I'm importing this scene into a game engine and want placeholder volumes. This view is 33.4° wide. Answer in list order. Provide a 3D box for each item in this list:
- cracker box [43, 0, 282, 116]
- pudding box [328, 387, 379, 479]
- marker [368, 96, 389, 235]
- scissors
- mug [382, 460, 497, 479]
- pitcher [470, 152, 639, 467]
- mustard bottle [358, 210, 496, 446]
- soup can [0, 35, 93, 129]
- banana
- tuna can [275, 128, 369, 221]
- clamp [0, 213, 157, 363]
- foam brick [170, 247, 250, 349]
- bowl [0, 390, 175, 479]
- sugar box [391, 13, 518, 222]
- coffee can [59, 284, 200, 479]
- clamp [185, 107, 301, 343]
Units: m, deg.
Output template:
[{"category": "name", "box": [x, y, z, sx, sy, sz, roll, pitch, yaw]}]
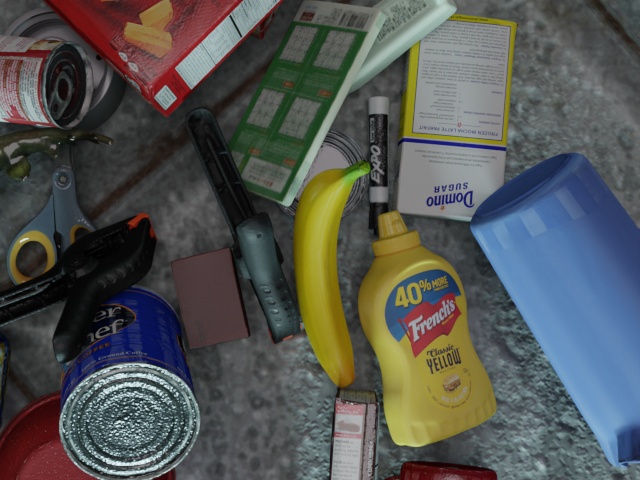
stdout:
[{"category": "cracker box", "box": [-0.111, -0.233, 0.846, 0.164, 0.072, 0.213, 44, 88, 12]}, {"category": "pudding box", "box": [0.027, 0.170, 0.874, 0.039, 0.113, 0.090, 3, 86, 0]}, {"category": "marker", "box": [0.051, -0.065, 0.934, 0.020, 0.020, 0.121, 0, 87, -3]}, {"category": "scissors", "box": [-0.231, -0.041, 0.892, 0.096, 0.016, 0.202, -13, 105, 0]}, {"category": "mug", "box": [0.095, 0.228, 0.894, 0.117, 0.093, 0.081, -1, 80, 33]}, {"category": "pitcher", "box": [0.235, 0.048, 0.873, 0.145, 0.149, 0.243, -34, 97, 5]}, {"category": "mustard bottle", "box": [0.082, 0.069, 0.899, 0.096, 0.058, 0.191, -16, 91, -27]}, {"category": "soup can", "box": [-0.240, -0.125, 0.837, 0.102, 0.068, 0.068, 8, 86, 19]}, {"category": "banana", "box": [0.004, 0.024, 0.884, 0.037, 0.070, 0.198, -11, 113, -31]}, {"category": "tuna can", "box": [-0.002, -0.054, 0.924, 0.086, 0.034, 0.086, 0, 87, -3]}, {"category": "clamp", "box": [-0.199, 0.033, 0.849, 0.120, 0.171, 0.039, 10, 125, 23]}, {"category": "foam brick", "box": [-0.093, 0.050, 0.905, 0.053, 0.051, 0.078, -12, 87, -3]}, {"category": "bowl", "box": [-0.204, 0.206, 0.890, 0.162, 0.055, 0.162, 0, 87, -3]}, {"category": "sugar box", "box": [0.116, -0.106, 0.928, 0.093, 0.048, 0.176, 6, 90, -2]}, {"category": "coffee can", "box": [-0.153, 0.108, 0.839, 0.102, 0.140, 0.103, -5, 113, -11]}, {"category": "clamp", "box": [-0.056, 0.001, 0.865, 0.036, 0.210, 0.165, -23, 49, -6]}]
